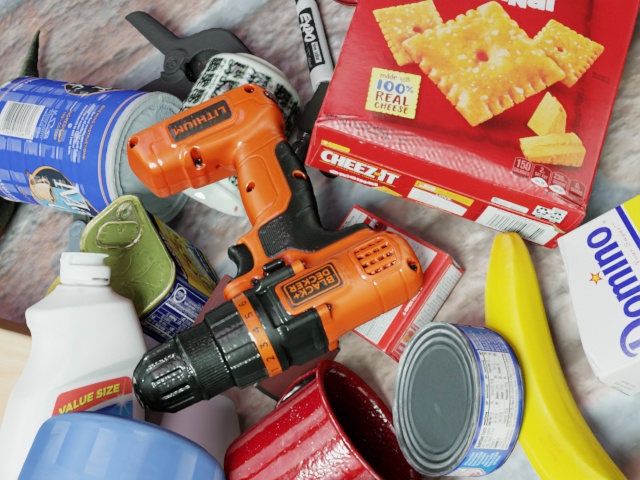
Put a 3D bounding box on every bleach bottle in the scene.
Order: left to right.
[{"bbox_3d":[-0.159,0.132,0.655,0.068,0.102,0.251,1,88,58],"label":"bleach bottle"}]

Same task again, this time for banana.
[{"bbox_3d":[0.127,0.082,0.581,0.070,0.037,0.198,-61,33,32],"label":"banana"}]

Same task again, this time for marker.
[{"bbox_3d":[-0.006,-0.163,0.833,0.020,0.020,0.121,-25,53,19],"label":"marker"}]

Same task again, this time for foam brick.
[{"bbox_3d":[-0.039,0.068,0.701,0.078,0.051,0.053,29,83,41],"label":"foam brick"}]

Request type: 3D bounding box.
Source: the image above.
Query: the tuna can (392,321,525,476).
[{"bbox_3d":[0.076,0.089,0.598,0.086,0.033,0.086,-28,58,59],"label":"tuna can"}]

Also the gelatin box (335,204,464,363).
[{"bbox_3d":[0.037,0.027,0.689,0.089,0.030,0.073,30,84,40],"label":"gelatin box"}]

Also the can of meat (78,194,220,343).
[{"bbox_3d":[-0.112,0.028,0.750,0.057,0.083,0.102,-41,49,7],"label":"can of meat"}]

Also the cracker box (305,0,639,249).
[{"bbox_3d":[0.101,-0.123,0.652,0.164,0.072,0.213,19,72,0],"label":"cracker box"}]

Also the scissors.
[{"bbox_3d":[-0.179,0.000,0.857,0.096,0.016,0.201,-5,62,30],"label":"scissors"}]

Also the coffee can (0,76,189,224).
[{"bbox_3d":[-0.180,-0.070,0.829,0.140,0.102,0.102,11,70,29],"label":"coffee can"}]

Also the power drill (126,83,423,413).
[{"bbox_3d":[-0.054,0.001,0.665,0.184,0.057,0.188,-25,59,-9],"label":"power drill"}]

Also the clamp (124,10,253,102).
[{"bbox_3d":[-0.120,-0.128,0.878,0.172,0.039,0.120,15,83,38],"label":"clamp"}]

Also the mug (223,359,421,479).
[{"bbox_3d":[-0.004,0.123,0.626,0.081,0.093,0.117,-39,35,15],"label":"mug"}]
